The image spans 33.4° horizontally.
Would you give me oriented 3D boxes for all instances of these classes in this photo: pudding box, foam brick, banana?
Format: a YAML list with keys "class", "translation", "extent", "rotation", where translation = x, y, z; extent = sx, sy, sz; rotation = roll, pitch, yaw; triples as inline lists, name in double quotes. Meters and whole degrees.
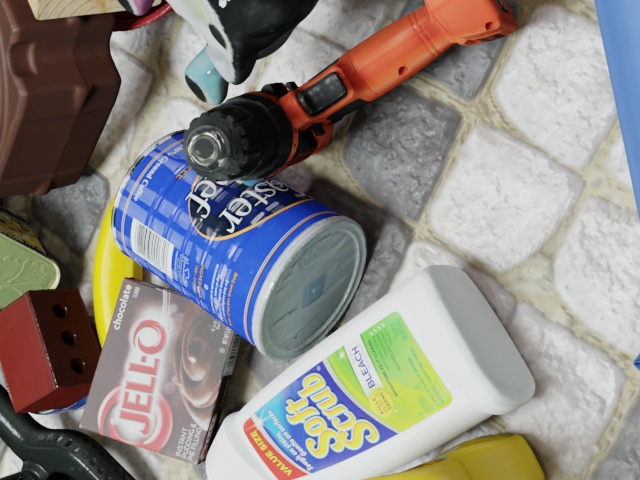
- class: "pudding box"
  translation: [-0.109, 0.092, 0.754]
  extent: [0.090, 0.039, 0.113]
  rotation: [15, 85, 9]
- class: "foam brick"
  translation: [-0.201, 0.081, 0.788]
  extent: [0.051, 0.052, 0.078]
  rotation: [-30, 74, 28]
- class: "banana"
  translation: [-0.137, 0.054, 0.803]
  extent: [0.069, 0.037, 0.198]
  rotation: [-19, 81, 4]

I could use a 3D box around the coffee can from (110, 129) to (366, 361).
- class: "coffee can"
  translation: [-0.055, 0.001, 0.709]
  extent: [0.140, 0.102, 0.103]
  rotation: [32, 105, 29]

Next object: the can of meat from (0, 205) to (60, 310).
- class: "can of meat"
  translation: [-0.263, 0.005, 0.830]
  extent: [0.057, 0.102, 0.084]
  rotation: [-52, 38, 5]

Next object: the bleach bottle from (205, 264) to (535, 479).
- class: "bleach bottle"
  translation: [0.010, 0.122, 0.690]
  extent: [0.251, 0.067, 0.102]
  rotation: [-40, 69, 28]

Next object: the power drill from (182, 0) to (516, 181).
- class: "power drill"
  translation: [0.018, -0.099, 0.629]
  extent: [0.188, 0.184, 0.057]
  rotation: [-30, 93, 20]

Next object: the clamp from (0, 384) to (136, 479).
- class: "clamp"
  translation: [-0.216, 0.184, 0.833]
  extent: [0.210, 0.036, 0.165]
  rotation: [23, 127, 21]

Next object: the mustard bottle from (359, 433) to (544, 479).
- class: "mustard bottle"
  translation: [0.048, 0.153, 0.587]
  extent: [0.096, 0.191, 0.058]
  rotation: [-35, 71, 27]
